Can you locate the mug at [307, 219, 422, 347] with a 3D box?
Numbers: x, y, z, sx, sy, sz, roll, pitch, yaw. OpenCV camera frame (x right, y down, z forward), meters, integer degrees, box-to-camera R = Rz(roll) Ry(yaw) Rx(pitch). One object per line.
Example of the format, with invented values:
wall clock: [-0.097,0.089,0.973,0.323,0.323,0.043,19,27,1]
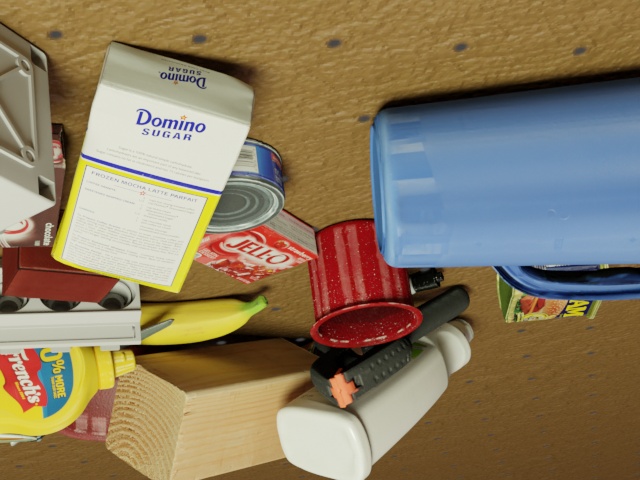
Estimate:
mug: [0.031,0.040,0.900,0.093,0.081,0.117,-2,154,-12]

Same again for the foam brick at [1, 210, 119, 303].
foam brick: [-0.197,0.012,0.810,0.078,0.053,0.051,7,150,-27]

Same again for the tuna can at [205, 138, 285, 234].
tuna can: [-0.068,-0.038,0.766,0.086,0.034,0.086,-6,154,-3]

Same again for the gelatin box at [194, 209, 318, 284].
gelatin box: [-0.056,0.001,0.853,0.073,0.030,0.089,-21,152,25]

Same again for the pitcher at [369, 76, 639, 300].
pitcher: [0.159,-0.034,0.727,0.243,0.149,0.145,-4,173,0]

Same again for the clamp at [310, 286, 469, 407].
clamp: [0.054,0.095,0.971,0.165,0.036,0.210,-20,-172,14]

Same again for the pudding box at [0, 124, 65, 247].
pudding box: [-0.222,-0.035,0.720,0.090,0.039,0.114,0,153,-18]

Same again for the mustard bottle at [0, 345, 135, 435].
mustard bottle: [-0.250,0.116,0.889,0.191,0.096,0.058,-9,161,-19]

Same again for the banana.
banana: [-0.149,0.067,0.960,0.197,0.037,0.070,-2,142,-12]

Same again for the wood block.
wood block: [-0.087,0.155,0.999,0.090,0.091,0.205,22,-166,38]

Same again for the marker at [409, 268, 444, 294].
marker: [0.058,0.050,1.000,0.121,0.020,0.020,-18,153,20]

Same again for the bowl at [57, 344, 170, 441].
bowl: [-0.197,0.141,1.058,0.162,0.055,0.162,-8,146,-6]

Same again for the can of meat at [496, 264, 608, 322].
can of meat: [0.209,0.035,0.972,0.084,0.057,0.102,-5,154,1]

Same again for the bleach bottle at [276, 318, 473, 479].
bleach bottle: [0.074,0.137,1.019,0.103,0.068,0.250,4,-158,41]

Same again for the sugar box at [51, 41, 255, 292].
sugar box: [-0.111,-0.041,0.687,0.093,0.048,0.176,15,136,-14]
